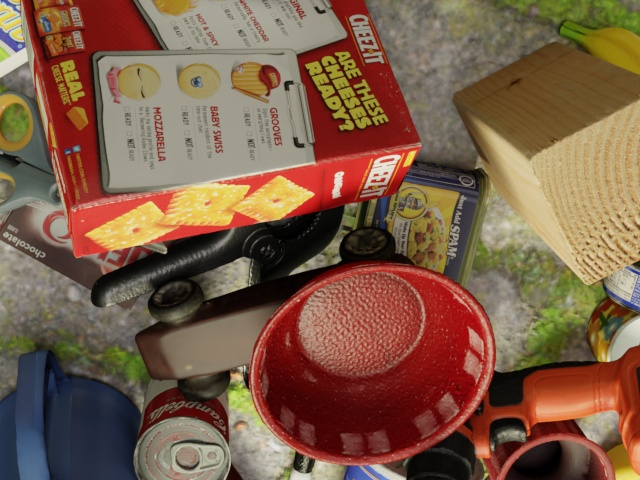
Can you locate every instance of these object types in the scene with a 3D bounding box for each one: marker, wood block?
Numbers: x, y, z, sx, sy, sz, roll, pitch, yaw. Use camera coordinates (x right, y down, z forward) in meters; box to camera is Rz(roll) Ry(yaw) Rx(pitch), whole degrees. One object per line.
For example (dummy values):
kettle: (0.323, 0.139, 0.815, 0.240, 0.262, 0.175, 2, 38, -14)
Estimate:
marker: (-0.021, 0.214, 0.868, 0.020, 0.020, 0.121, 11, 106, -8)
wood block: (0.164, -0.060, 0.697, 0.091, 0.206, 0.090, -28, 108, 4)

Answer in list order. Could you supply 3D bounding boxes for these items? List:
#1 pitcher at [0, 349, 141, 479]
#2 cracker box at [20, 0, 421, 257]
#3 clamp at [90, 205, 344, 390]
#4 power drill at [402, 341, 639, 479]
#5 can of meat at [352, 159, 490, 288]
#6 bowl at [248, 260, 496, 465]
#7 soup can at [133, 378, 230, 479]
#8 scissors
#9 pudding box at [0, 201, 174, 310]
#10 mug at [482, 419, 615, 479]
pitcher: (-0.181, 0.194, 0.730, 0.149, 0.243, 0.145, 36, 98, -21)
cracker box: (-0.067, -0.092, 0.673, 0.213, 0.072, 0.164, -11, 66, -17)
clamp: (-0.055, 0.001, 0.771, 0.164, 0.036, 0.210, 26, 102, -35)
power drill: (0.152, 0.134, 0.753, 0.188, 0.184, 0.057, -3, 128, 13)
can of meat: (0.070, -0.009, 0.785, 0.084, 0.057, 0.102, 10, 107, -6)
bowl: (0.031, 0.071, 0.707, 0.162, 0.055, 0.162, -4, 121, -6)
soup can: (-0.101, 0.139, 0.793, 0.068, 0.102, 0.068, -1, 108, -4)
scissors: (-0.171, -0.050, 0.711, 0.202, 0.016, 0.096, 8, 83, 30)
pudding box: (-0.162, -0.015, 0.772, 0.113, 0.039, 0.090, 31, 101, -14)
mug: (0.165, 0.183, 0.840, 0.093, 0.081, 0.117, 42, 100, -15)
